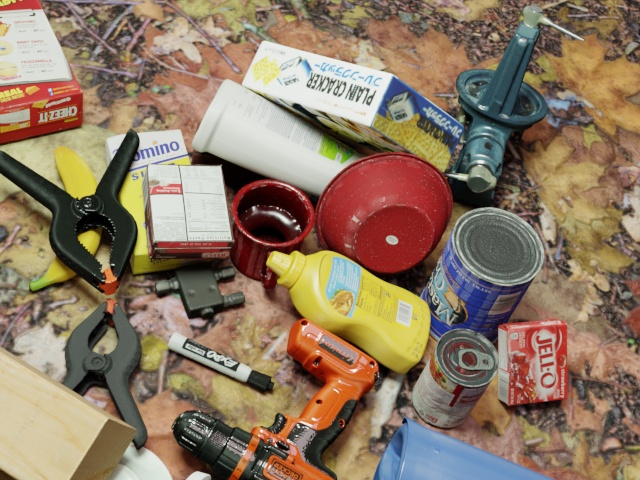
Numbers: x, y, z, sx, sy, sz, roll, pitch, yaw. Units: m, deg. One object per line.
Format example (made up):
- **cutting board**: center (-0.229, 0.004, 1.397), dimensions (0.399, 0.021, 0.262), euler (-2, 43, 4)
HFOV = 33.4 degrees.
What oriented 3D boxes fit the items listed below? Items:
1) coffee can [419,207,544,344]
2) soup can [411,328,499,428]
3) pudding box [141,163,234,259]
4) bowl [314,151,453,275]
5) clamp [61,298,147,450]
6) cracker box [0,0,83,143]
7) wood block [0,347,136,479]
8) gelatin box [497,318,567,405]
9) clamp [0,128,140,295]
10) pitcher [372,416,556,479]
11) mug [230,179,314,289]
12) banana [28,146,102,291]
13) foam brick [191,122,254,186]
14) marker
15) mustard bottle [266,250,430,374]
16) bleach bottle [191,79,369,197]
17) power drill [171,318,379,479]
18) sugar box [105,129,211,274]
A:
- **coffee can**: center (0.176, 0.046, 1.189), dimensions (0.102, 0.140, 0.103), euler (6, 53, -8)
- **soup can**: center (0.141, 0.148, 1.131), dimensions (0.068, 0.102, 0.068), euler (6, 54, -9)
- **pudding box**: center (-0.147, -0.032, 1.179), dimensions (0.090, 0.039, 0.113), euler (1, 55, -17)
- **bowl**: center (0.076, -0.016, 1.194), dimensions (0.162, 0.162, 0.055), euler (1, 34, -12)
- **clamp**: center (-0.218, 0.140, 1.094), dimensions (0.120, 0.039, 0.171), euler (15, 56, 1)
- **cracker box**: center (-0.400, -0.216, 1.292), dimensions (0.164, 0.072, 0.214), euler (-17, 59, -24)
- **wood block**: center (-0.291, 0.161, 1.002), dimensions (0.206, 0.091, 0.090), euler (28, 78, 16)
- **gelatin box**: center (0.235, 0.134, 1.177), dimensions (0.073, 0.030, 0.089), euler (-4, 100, -16)
- **clamp**: center (-0.247, -0.037, 1.170), dimensions (0.164, 0.036, 0.210), euler (-19, 62, -22)
- **pitcher**: center (0.166, 0.279, 1.028), dimensions (0.243, 0.145, 0.149), euler (20, 84, -2)
- **mug**: center (-0.058, 0.001, 1.205), dimensions (0.093, 0.082, 0.117), euler (1, 54, -12)
- **banana**: center (-0.279, -0.029, 1.204), dimensions (0.069, 0.037, 0.198), euler (8, 53, -10)
- **foam brick**: center (-0.116, -0.103, 1.286), dimensions (0.078, 0.053, 0.051), euler (7, 54, -9)
- **marker**: center (-0.105, 0.131, 1.139), dimensions (0.121, 0.020, 0.020), euler (24, 53, 5)
- **mustard bottle**: center (0.027, 0.064, 1.158), dimensions (0.191, 0.058, 0.096), euler (30, 43, -15)
- **bleach bottle**: center (-0.017, -0.093, 1.234), dimensions (0.250, 0.068, 0.102), euler (27, 34, -6)
- **power drill**: center (-0.036, 0.175, 1.088), dimensions (0.184, 0.057, 0.187), euler (32, 59, -2)
- **sugar box**: center (-0.188, -0.049, 1.234), dimensions (0.093, 0.048, 0.176), euler (-8, 58, -19)
